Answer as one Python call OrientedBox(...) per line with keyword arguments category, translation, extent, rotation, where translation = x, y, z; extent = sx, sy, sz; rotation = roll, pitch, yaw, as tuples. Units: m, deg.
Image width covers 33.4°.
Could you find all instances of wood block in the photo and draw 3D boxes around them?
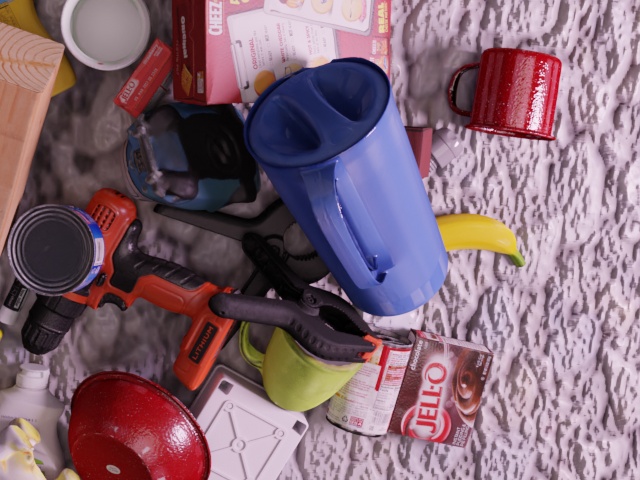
OrientedBox(category="wood block", translation=(-0.305, -0.084, 0.956), extent=(0.090, 0.090, 0.206), rotation=(19, 125, -12))

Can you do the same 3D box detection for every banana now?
OrientedBox(category="banana", translation=(0.123, 0.009, 1.117), extent=(0.197, 0.037, 0.069), rotation=(-7, 100, -9))

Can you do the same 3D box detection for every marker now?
OrientedBox(category="marker", translation=(-0.288, 0.026, 1.059), extent=(0.020, 0.020, 0.121), rotation=(25, 95, -13))

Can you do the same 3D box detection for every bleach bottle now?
OrientedBox(category="bleach bottle", translation=(-0.295, 0.250, 1.075), extent=(0.102, 0.068, 0.251), rotation=(8, 96, -12))

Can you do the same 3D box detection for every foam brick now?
OrientedBox(category="foam brick", translation=(0.069, -0.090, 1.069), extent=(0.078, 0.053, 0.051), rotation=(6, 99, 18))

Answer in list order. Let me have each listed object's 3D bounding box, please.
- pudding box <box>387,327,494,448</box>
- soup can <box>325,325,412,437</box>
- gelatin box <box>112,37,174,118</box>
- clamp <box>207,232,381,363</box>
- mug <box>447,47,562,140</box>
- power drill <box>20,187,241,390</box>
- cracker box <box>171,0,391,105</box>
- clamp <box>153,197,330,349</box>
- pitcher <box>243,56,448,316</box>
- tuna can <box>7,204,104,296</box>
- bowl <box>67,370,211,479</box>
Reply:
OrientedBox(category="pudding box", translation=(0.125, 0.158, 1.142), extent=(0.090, 0.039, 0.113), rotation=(13, 97, -12))
OrientedBox(category="soup can", translation=(0.050, 0.146, 1.113), extent=(0.068, 0.068, 0.102), rotation=(14, 97, -12))
OrientedBox(category="gelatin box", translation=(-0.162, -0.151, 1.013), extent=(0.030, 0.089, 0.073), rotation=(35, 91, -5))
OrientedBox(category="clamp", translation=(-0.025, 0.069, 1.011), extent=(0.171, 0.120, 0.039), rotation=(34, 132, 3))
OrientedBox(category="mug", translation=(0.187, -0.150, 1.083), extent=(0.117, 0.093, 0.081), rotation=(10, 94, 25))
OrientedBox(category="power drill", translation=(-0.183, 0.068, 1.046), extent=(0.187, 0.057, 0.184), rotation=(31, 100, 1))
OrientedBox(category="cracker box", translation=(-0.033, -0.211, 0.994), extent=(0.213, 0.072, 0.164), rotation=(-7, 102, -37))
OrientedBox(category="clamp", translation=(-0.057, 0.001, 1.085), extent=(0.210, 0.036, 0.164), rotation=(-26, 102, -2))
OrientedBox(category="pitcher", translation=(0.035, -0.031, 0.971), extent=(0.149, 0.145, 0.242), rotation=(-48, 137, -18))
OrientedBox(category="tuna can", translation=(-0.247, 0.008, 1.004), extent=(0.086, 0.033, 0.086), rotation=(0, 92, 8))
OrientedBox(category="bowl", translation=(-0.190, 0.208, 1.044), extent=(0.162, 0.055, 0.162), rotation=(12, 123, 19))
